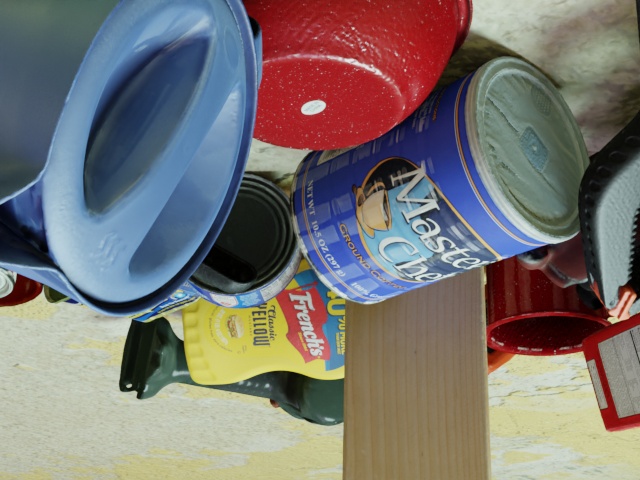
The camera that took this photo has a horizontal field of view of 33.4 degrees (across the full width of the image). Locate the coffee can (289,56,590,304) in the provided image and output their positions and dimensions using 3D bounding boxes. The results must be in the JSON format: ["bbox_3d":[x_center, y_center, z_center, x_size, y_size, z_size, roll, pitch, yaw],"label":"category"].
[{"bbox_3d":[0.066,-0.030,0.606,0.102,0.103,0.141,22,149,-38],"label":"coffee can"}]

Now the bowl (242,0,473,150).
[{"bbox_3d":[-0.004,-0.090,0.534,0.162,0.055,0.162,1,157,0],"label":"bowl"}]

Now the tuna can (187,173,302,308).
[{"bbox_3d":[-0.055,0.001,0.704,0.086,0.086,0.034,-1,158,6],"label":"tuna can"}]

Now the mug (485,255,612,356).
[{"bbox_3d":[0.171,0.029,0.758,0.117,0.081,0.093,-6,155,16],"label":"mug"}]

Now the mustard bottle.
[{"bbox_3d":[-0.008,0.060,0.824,0.192,0.096,0.058,-3,-176,8],"label":"mustard bottle"}]

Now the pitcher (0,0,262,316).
[{"bbox_3d":[-0.151,-0.071,0.443,0.243,0.145,0.149,18,174,22],"label":"pitcher"}]

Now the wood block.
[{"bbox_3d":[0.062,0.071,0.706,0.091,0.206,0.090,-1,156,5],"label":"wood block"}]
